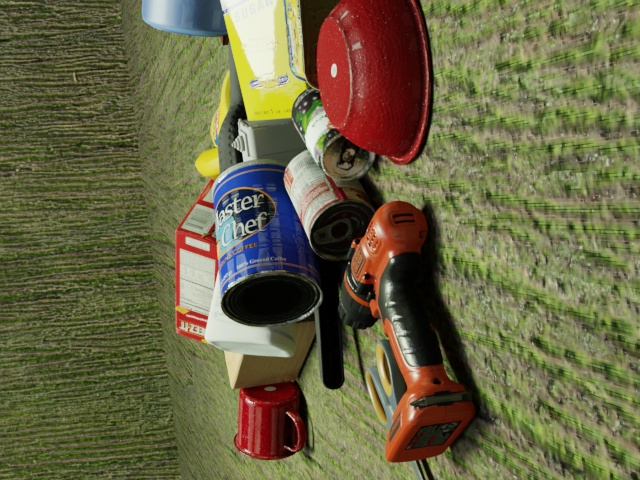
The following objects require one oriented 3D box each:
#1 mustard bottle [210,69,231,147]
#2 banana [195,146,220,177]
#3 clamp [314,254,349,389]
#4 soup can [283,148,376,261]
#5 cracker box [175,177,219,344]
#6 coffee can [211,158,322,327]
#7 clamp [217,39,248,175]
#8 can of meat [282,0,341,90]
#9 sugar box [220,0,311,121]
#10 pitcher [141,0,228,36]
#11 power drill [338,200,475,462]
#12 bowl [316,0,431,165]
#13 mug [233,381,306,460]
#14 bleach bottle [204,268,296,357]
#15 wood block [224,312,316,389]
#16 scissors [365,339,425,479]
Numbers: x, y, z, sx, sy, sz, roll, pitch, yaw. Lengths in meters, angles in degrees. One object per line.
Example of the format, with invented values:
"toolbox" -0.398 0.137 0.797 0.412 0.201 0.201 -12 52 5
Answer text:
"mustard bottle" -0.113 -0.166 1.431 0.192 0.058 0.096 130 147 -72
"banana" -0.106 -0.112 1.317 0.198 0.037 0.069 -12 46 55
"clamp" 0.006 0.040 1.120 0.210 0.036 0.165 -114 31 -49
"soup can" 0.009 -0.037 1.018 0.102 0.068 0.068 -115 22 -50
"cracker box" -0.130 0.013 1.434 0.214 0.072 0.164 98 -165 -48
"coffee can" -0.056 0.003 1.086 0.103 0.102 0.140 103 163 -54
"clamp" -0.085 -0.141 1.190 0.120 0.039 0.171 46 -131 -50
"can of meat" 0.001 -0.194 0.992 0.084 0.057 0.102 -138 42 -71
"sugar box" -0.049 -0.212 1.070 0.094 0.048 0.176 0 112 40
"pitcher" -0.126 -0.352 1.179 0.149 0.145 0.243 -102 19 -70
"power drill" 0.063 0.085 0.895 0.185 0.057 0.188 107 151 -59
"bowl" 0.036 -0.140 0.881 0.162 0.055 0.162 173 90 -74
"mug" -0.061 0.236 1.410 0.117 0.093 0.081 25 120 46
"bleach bottle" -0.058 0.001 1.206 0.068 0.103 0.251 40 -124 -57
"wood block" -0.066 0.105 1.334 0.206 0.090 0.090 110 150 -61
"scissors" 0.079 0.167 0.961 0.202 0.016 0.096 -120 27 -56
